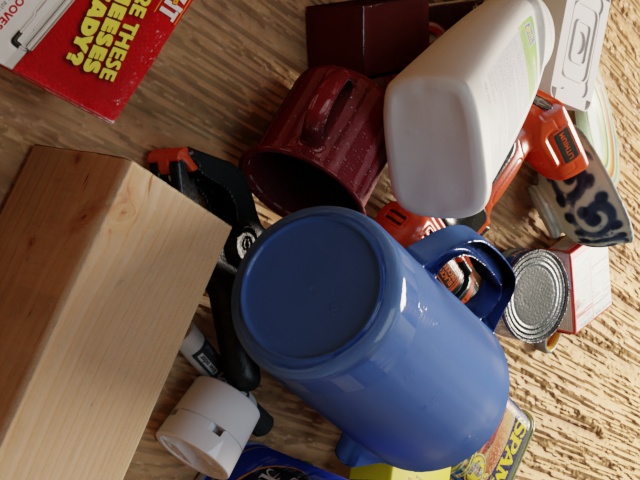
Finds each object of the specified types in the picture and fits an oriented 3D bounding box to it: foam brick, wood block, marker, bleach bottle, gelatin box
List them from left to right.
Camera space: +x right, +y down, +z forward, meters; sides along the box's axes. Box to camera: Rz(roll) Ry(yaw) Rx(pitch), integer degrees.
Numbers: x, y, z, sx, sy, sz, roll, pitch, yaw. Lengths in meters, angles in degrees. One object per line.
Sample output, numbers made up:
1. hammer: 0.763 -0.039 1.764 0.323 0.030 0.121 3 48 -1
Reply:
1. wood block: -0.144 0.062 0.578 0.090 0.090 0.206 35 72 -47
2. marker: -0.065 0.097 0.729 0.020 0.020 0.121 -55 134 -24
3. foam brick: 0.034 -0.145 0.758 0.078 0.053 0.051 -21 114 -45
4. bleach bottle: 0.122 -0.114 0.767 0.250 0.068 0.102 -47 135 -52
5. gelatin box: 0.251 0.037 1.037 0.073 0.030 0.089 -29 119 -41

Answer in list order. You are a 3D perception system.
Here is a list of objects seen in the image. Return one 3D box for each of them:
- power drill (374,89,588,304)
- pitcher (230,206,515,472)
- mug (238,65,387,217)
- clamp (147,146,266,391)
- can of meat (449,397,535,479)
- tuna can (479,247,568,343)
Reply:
1. power drill: 0.139 -0.021 0.873 0.187 0.057 0.184 -50 141 -9
2. pitcher: 0.044 0.061 0.712 0.242 0.145 0.149 45 44 -60
3. mug: 0.004 -0.068 0.707 0.117 0.093 0.081 87 28 -62
4. clamp: -0.055 0.001 0.704 0.120 0.039 0.171 -58 136 -47
5. can of meat: 0.137 0.176 0.948 0.083 0.058 0.102 45 65 -41
6. tuna can: 0.186 0.049 0.977 0.085 0.034 0.086 -4 97 -35
